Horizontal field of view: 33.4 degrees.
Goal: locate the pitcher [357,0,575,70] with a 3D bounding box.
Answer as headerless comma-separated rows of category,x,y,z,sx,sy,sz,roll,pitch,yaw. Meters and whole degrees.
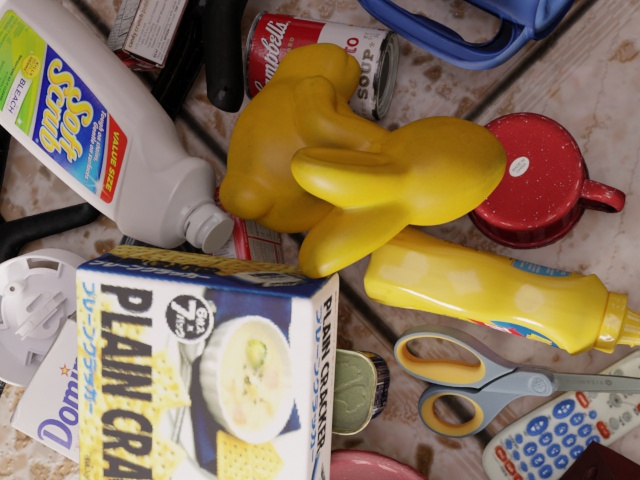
pitcher,0.077,-0.240,0.757,0.243,0.145,0.149,29,50,17

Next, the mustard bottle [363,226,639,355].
mustard bottle,0.130,0.037,0.734,0.192,0.096,0.058,14,88,13

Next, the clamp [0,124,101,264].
clamp,-0.257,-0.008,0.856,0.120,0.039,0.171,38,101,13

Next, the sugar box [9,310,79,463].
sugar box,-0.129,0.135,0.786,0.176,0.048,0.093,29,93,-6

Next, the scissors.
scissors,0.143,0.110,0.730,0.202,0.016,0.096,14,121,25

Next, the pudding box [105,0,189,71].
pudding box,-0.125,-0.186,0.813,0.039,0.090,0.113,19,90,-22

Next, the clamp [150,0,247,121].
clamp,-0.076,-0.169,0.792,0.036,0.165,0.210,21,81,-28

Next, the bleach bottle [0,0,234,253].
bleach bottle,-0.152,-0.082,0.755,0.251,0.068,0.103,39,110,23

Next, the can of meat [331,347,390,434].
can of meat,-0.004,0.101,0.765,0.102,0.084,0.057,8,87,13

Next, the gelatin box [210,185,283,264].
gelatin box,-0.055,0.001,0.783,0.030,0.089,0.073,-11,82,14

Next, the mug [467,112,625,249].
mug,0.153,-0.039,0.742,0.117,0.081,0.093,17,89,14

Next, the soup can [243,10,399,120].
soup can,0.001,-0.129,0.793,0.102,0.068,0.068,11,88,13
